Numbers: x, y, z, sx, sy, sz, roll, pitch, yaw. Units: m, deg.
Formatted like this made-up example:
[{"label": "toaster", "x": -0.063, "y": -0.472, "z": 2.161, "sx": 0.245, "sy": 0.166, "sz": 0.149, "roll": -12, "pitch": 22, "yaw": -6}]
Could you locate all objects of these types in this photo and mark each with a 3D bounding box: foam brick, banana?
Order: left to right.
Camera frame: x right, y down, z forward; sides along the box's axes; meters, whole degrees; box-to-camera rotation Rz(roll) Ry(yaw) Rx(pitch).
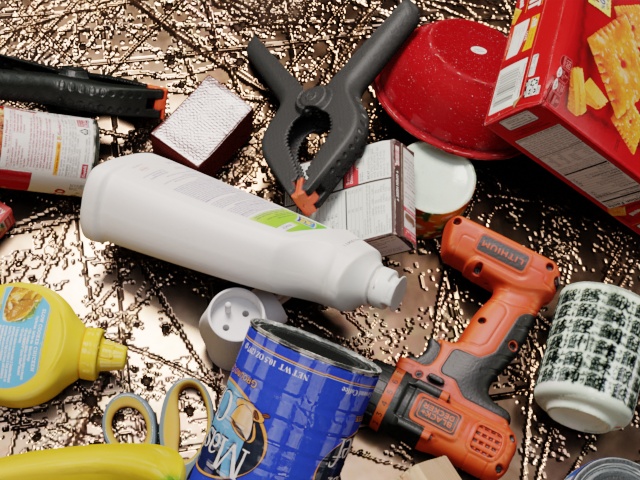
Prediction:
[{"label": "banana", "x": -0.175, "y": 0.169, "z": 0.781, "sx": 0.198, "sy": 0.069, "sz": 0.037, "roll": -6, "pitch": 83, "yaw": 21}, {"label": "foam brick", "x": -0.101, "y": -0.091, "z": 0.918, "sx": 0.053, "sy": 0.051, "sz": 0.078, "roll": 37, "pitch": 68, "yaw": 9}]

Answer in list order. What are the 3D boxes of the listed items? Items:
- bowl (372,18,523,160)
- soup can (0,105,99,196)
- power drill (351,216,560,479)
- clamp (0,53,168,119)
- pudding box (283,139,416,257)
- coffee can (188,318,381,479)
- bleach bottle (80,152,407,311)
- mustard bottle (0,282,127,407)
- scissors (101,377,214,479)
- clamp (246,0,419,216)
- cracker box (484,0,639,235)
[{"label": "bowl", "x": 0.128, "y": -0.144, "z": 0.934, "sx": 0.162, "sy": 0.055, "sz": 0.162, "roll": 11, "pitch": 45, "yaw": -11}, {"label": "soup can", "x": -0.238, "y": -0.074, "z": 0.875, "sx": 0.102, "sy": 0.069, "sz": 0.068, "roll": 6, "pitch": 65, "yaw": -21}, {"label": "power drill", "x": 0.097, "y": 0.077, "z": 0.861, "sx": 0.184, "sy": 0.057, "sz": 0.187, "roll": 27, "pitch": 71, "yaw": 8}, {"label": "clamp", "x": -0.220, "y": -0.133, "z": 0.916, "sx": 0.171, "sy": 0.039, "sz": 0.120, "roll": 8, "pitch": 21, "yaw": -21}, {"label": "pudding box", "x": 0.022, "y": -0.027, "z": 0.881, "sx": 0.114, "sy": 0.039, "sz": 0.090, "roll": -14, "pitch": 63, "yaw": 32}, {"label": "coffee can", "x": -0.028, "y": 0.140, "z": 0.770, "sx": 0.103, "sy": 0.103, "sz": 0.140, "roll": 22, "pitch": 92, "yaw": 3}, {"label": "bleach bottle", "x": -0.055, "y": 0.001, "z": 0.824, "sx": 0.251, "sy": 0.068, "sz": 0.102, "roll": 20, "pitch": 22, "yaw": 21}, {"label": "mustard bottle", "x": -0.246, "y": 0.079, "z": 0.825, "sx": 0.191, "sy": 0.058, "sz": 0.096, "roll": 8, "pitch": 67, "yaw": -2}, {"label": "scissors", "x": -0.131, "y": 0.198, "z": 0.809, "sx": 0.096, "sy": 0.016, "sz": 0.201, "roll": 9, "pitch": 66, "yaw": 0}, {"label": "clamp", "x": -0.009, "y": -0.113, "z": 0.903, "sx": 0.165, "sy": 0.036, "sz": 0.210, "roll": -3, "pitch": 56, "yaw": 28}, {"label": "cracker box", "x": 0.253, "y": -0.121, "z": 0.908, "sx": 0.213, "sy": 0.072, "sz": 0.164, "roll": 30, "pitch": 64, "yaw": -25}]
